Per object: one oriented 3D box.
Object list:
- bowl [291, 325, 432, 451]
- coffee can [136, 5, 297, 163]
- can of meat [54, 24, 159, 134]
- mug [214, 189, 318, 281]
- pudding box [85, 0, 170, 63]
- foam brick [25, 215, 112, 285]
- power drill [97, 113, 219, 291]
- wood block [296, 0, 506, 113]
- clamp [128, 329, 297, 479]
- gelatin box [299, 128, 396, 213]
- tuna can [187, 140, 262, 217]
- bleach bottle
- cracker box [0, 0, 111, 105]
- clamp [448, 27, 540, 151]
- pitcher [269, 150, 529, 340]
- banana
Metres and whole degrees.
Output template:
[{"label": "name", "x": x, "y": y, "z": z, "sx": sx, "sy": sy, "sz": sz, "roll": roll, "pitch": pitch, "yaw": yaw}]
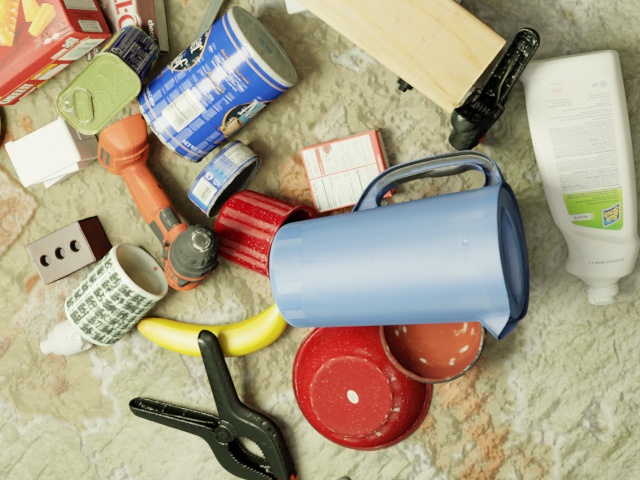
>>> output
[{"label": "bowl", "x": 0.039, "y": 0.164, "z": 1.175, "sx": 0.162, "sy": 0.055, "sz": 0.162, "roll": 3, "pitch": 101, "yaw": 14}, {"label": "coffee can", "x": -0.110, "y": -0.164, "z": 1.131, "sx": 0.140, "sy": 0.102, "sz": 0.103, "roll": -37, "pitch": 89, "yaw": 18}, {"label": "can of meat", "x": -0.224, "y": -0.173, "z": 1.135, "sx": 0.057, "sy": 0.084, "sz": 0.102, "roll": 43, "pitch": 121, "yaw": -17}, {"label": "mug", "x": -0.058, "y": 0.001, "z": 1.157, "sx": 0.082, "sy": 0.093, "sz": 0.117, "roll": 21, "pitch": 150, "yaw": 29}, {"label": "pudding box", "x": -0.219, "y": -0.256, "z": 1.178, "sx": 0.090, "sy": 0.039, "sz": 0.113, "roll": -5, "pitch": 99, "yaw": 16}, {"label": "foam brick", "x": -0.291, "y": 0.011, "z": 1.239, "sx": 0.078, "sy": 0.051, "sz": 0.053, "roll": -25, "pitch": 92, "yaw": 18}, {"label": "power drill", "x": -0.172, "y": -0.039, "z": 1.145, "sx": 0.057, "sy": 0.185, "sz": 0.188, "roll": -27, "pitch": 84, "yaw": -19}, {"label": "wood block", "x": 0.068, "y": -0.225, "z": 1.042, "sx": 0.206, "sy": 0.091, "sz": 0.090, "roll": 35, "pitch": 105, "yaw": -9}, {"label": "clamp", "x": -0.115, "y": 0.215, "z": 1.228, "sx": 0.165, "sy": 0.036, "sz": 0.210, "roll": -36, "pitch": 99, "yaw": 33}, {"label": "gelatin box", "x": 0.029, "y": -0.075, "z": 1.148, "sx": 0.089, "sy": 0.030, "sz": 0.073, "roll": -13, "pitch": 98, "yaw": 17}, {"label": "tuna can", "x": -0.104, "y": -0.067, "z": 1.156, "sx": 0.034, "sy": 0.086, "sz": 0.086, "roll": 42, "pitch": 108, "yaw": 6}, {"label": "bleach bottle", "x": 0.262, "y": -0.059, "z": 1.070, "sx": 0.103, "sy": 0.068, "sz": 0.251, "roll": -6, "pitch": 101, "yaw": 16}, {"label": "cracker box", "x": -0.346, "y": -0.278, "z": 1.168, "sx": 0.164, "sy": 0.072, "sz": 0.214, "roll": -27, "pitch": 85, "yaw": 28}, {"label": "clamp", "x": 0.152, "y": -0.124, "z": 1.033, "sx": 0.039, "sy": 0.171, "sz": 0.120, "roll": 42, "pitch": 70, "yaw": 12}, {"label": "pitcher", "x": 0.078, "y": 0.013, "z": 1.051, "sx": 0.243, "sy": 0.149, "sz": 0.145, "roll": -7, "pitch": 119, "yaw": 21}, {"label": "banana", "x": -0.112, "y": 0.101, "z": 1.214, "sx": 0.198, "sy": 0.037, "sz": 0.069, "roll": -15, "pitch": 98, "yaw": 20}]
